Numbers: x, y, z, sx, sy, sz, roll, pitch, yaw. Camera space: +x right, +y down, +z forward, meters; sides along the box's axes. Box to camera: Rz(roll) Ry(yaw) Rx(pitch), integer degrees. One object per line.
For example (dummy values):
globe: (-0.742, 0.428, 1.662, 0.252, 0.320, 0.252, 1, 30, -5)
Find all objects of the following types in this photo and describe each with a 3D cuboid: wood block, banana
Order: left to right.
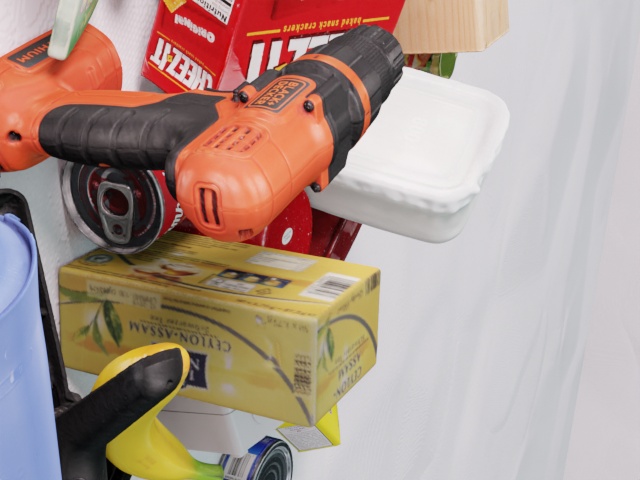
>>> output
banana: (-0.098, 0.100, 0.602, 0.198, 0.069, 0.037, 88, -7, -63)
wood block: (0.090, -0.259, 0.845, 0.090, 0.091, 0.206, -42, 130, -57)

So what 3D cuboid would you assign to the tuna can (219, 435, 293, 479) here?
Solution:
tuna can: (-0.055, 0.203, 0.885, 0.086, 0.034, 0.086, 10, 90, -67)

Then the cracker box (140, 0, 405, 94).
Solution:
cracker box: (-0.002, -0.183, 0.642, 0.163, 0.072, 0.214, -19, 140, -47)

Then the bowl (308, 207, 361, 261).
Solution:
bowl: (0.003, -0.024, 0.859, 0.162, 0.055, 0.162, -63, 174, -12)

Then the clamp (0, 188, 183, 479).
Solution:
clamp: (-0.142, 0.087, 0.554, 0.036, 0.165, 0.210, -12, 134, -40)

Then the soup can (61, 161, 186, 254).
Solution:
soup can: (-0.097, -0.042, 0.640, 0.102, 0.069, 0.068, -43, 137, -56)

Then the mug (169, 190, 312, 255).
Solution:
mug: (-0.055, 0.001, 0.737, 0.117, 0.082, 0.093, 69, 38, -51)

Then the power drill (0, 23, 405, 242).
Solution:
power drill: (-0.067, -0.072, 0.544, 0.184, 0.188, 0.057, -47, 139, -49)
